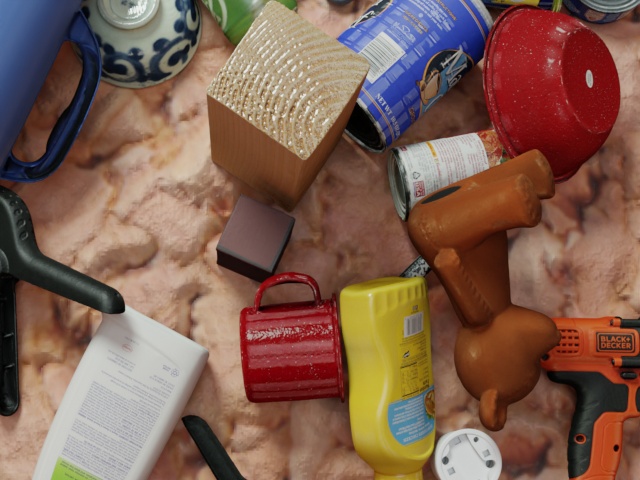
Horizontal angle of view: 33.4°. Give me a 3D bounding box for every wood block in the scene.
[{"bbox_3d":[-0.031,-0.100,0.865,0.091,0.206,0.090,33,80,1],"label":"wood block"}]

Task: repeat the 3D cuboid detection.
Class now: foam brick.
[{"bbox_3d":[-0.056,0.001,0.913,0.053,0.078,0.051,24,78,-1],"label":"foam brick"}]

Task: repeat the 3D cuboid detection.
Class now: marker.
[{"bbox_3d":[0.090,0.023,0.948,0.121,0.020,0.020,-44,86,-9],"label":"marker"}]

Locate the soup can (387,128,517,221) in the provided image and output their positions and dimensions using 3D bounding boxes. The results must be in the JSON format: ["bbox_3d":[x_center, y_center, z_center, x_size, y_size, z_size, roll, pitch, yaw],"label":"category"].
[{"bbox_3d":[0.116,-0.058,0.939,0.102,0.068,0.068,-11,82,-5],"label":"soup can"}]

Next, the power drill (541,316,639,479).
[{"bbox_3d":[0.275,0.158,0.923,0.184,0.057,0.187,1,78,0],"label":"power drill"}]

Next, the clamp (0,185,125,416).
[{"bbox_3d":[-0.269,0.032,0.897,0.165,0.036,0.210,-48,72,21],"label":"clamp"}]

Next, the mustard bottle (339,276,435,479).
[{"bbox_3d":[0.060,0.129,0.891,0.058,0.096,0.191,-2,95,33],"label":"mustard bottle"}]

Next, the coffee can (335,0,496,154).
[{"bbox_3d":[0.070,-0.160,0.934,0.140,0.103,0.103,-43,86,-9],"label":"coffee can"}]

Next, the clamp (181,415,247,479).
[{"bbox_3d":[-0.076,0.240,0.893,0.171,0.039,0.120,35,82,2],"label":"clamp"}]

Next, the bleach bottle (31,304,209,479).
[{"bbox_3d":[-0.192,0.180,0.883,0.102,0.068,0.251,29,82,1],"label":"bleach bottle"}]

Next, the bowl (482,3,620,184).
[{"bbox_3d":[0.211,-0.132,0.920,0.161,0.055,0.162,9,77,-42],"label":"bowl"}]

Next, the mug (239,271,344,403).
[{"bbox_3d":[-0.025,0.082,0.891,0.081,0.093,0.117,-5,112,0],"label":"mug"}]

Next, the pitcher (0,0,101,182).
[{"bbox_3d":[-0.261,-0.173,0.873,0.145,0.149,0.243,34,97,26],"label":"pitcher"}]
